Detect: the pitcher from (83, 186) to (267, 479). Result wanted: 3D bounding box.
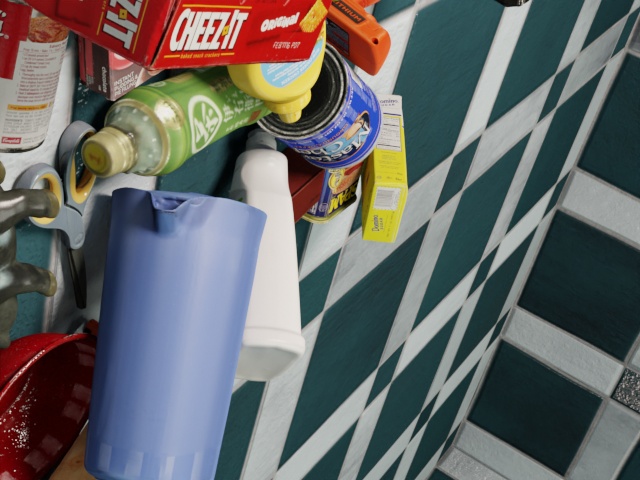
[{"bbox_3d":[-0.125,0.083,0.905,0.149,0.145,0.243,14,80,-40],"label":"pitcher"}]

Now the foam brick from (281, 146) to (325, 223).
[{"bbox_3d":[-0.039,-0.055,1.174,0.078,0.051,0.053,-44,156,-40],"label":"foam brick"}]

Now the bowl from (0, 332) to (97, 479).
[{"bbox_3d":[-0.252,0.136,0.892,0.162,0.055,0.162,-50,159,-28],"label":"bowl"}]

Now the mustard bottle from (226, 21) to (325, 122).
[{"bbox_3d":[-0.037,-0.169,0.845,0.096,0.058,0.191,-48,148,-29],"label":"mustard bottle"}]

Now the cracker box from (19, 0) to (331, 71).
[{"bbox_3d":[-0.117,-0.161,0.559,0.164,0.214,0.072,-23,138,-61],"label":"cracker box"}]

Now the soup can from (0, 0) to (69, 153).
[{"bbox_3d":[-0.194,-0.114,0.660,0.068,0.068,0.102,-30,145,-57],"label":"soup can"}]

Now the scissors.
[{"bbox_3d":[-0.211,-0.002,0.856,0.096,0.016,0.202,-40,151,-51],"label":"scissors"}]

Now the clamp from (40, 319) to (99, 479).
[{"bbox_3d":[-0.226,0.151,1.008,0.120,0.039,0.172,-57,165,-45],"label":"clamp"}]

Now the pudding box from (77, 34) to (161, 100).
[{"bbox_3d":[-0.130,-0.168,0.788,0.113,0.039,0.090,-45,155,-41],"label":"pudding box"}]

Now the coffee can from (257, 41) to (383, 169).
[{"bbox_3d":[-0.002,-0.135,1.070,0.103,0.103,0.140,-61,161,1],"label":"coffee can"}]

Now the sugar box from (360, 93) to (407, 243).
[{"bbox_3d":[0.074,-0.091,1.298,0.176,0.048,0.093,-93,-170,-47],"label":"sugar box"}]

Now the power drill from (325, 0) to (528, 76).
[{"bbox_3d":[0.090,-0.247,1.053,0.187,0.185,0.057,-43,156,-20],"label":"power drill"}]

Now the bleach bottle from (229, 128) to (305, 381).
[{"bbox_3d":[-0.057,0.001,1.022,0.103,0.068,0.251,132,-36,-56],"label":"bleach bottle"}]

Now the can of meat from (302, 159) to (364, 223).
[{"bbox_3d":[0.010,-0.080,1.259,0.101,0.057,0.084,-37,147,-51],"label":"can of meat"}]
